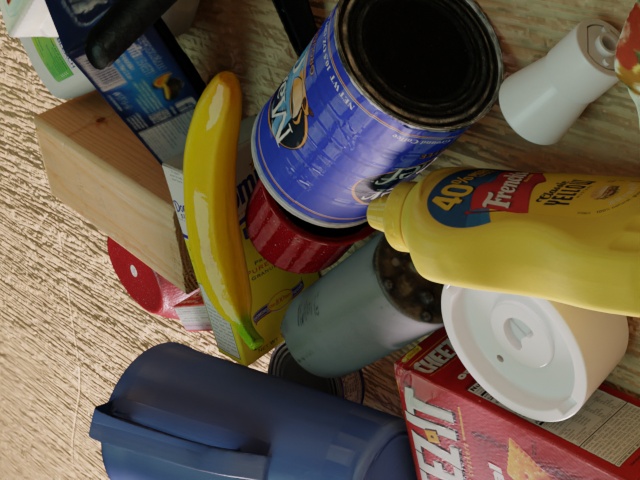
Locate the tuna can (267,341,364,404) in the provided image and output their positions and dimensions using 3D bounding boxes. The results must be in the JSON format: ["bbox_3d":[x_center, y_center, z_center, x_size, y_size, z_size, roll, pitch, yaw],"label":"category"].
[{"bbox_3d":[-0.004,0.120,0.907,0.086,0.033,0.086,13,109,42],"label":"tuna can"}]

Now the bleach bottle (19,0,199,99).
[{"bbox_3d":[-0.165,-0.190,0.853,0.251,0.068,0.102,-14,102,55],"label":"bleach bottle"}]

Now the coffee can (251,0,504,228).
[{"bbox_3d":[0.029,-0.080,0.633,0.103,0.102,0.140,54,149,5],"label":"coffee can"}]

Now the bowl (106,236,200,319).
[{"bbox_3d":[-0.160,0.019,1.045,0.162,0.055,0.162,36,143,33],"label":"bowl"}]

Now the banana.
[{"bbox_3d":[-0.067,-0.024,0.744,0.070,0.037,0.198,14,119,42],"label":"banana"}]

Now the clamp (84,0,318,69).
[{"bbox_3d":[-0.056,-0.186,0.630,0.036,0.164,0.210,52,143,37],"label":"clamp"}]

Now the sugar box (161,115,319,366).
[{"bbox_3d":[-0.055,0.001,0.839,0.048,0.093,0.176,23,136,43],"label":"sugar box"}]

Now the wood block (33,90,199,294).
[{"bbox_3d":[-0.150,-0.052,0.929,0.206,0.090,0.090,32,141,37],"label":"wood block"}]

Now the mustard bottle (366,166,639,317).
[{"bbox_3d":[0.105,-0.006,0.569,0.192,0.096,0.058,8,120,40],"label":"mustard bottle"}]

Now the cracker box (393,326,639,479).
[{"bbox_3d":[0.153,0.166,0.711,0.214,0.072,0.164,22,135,45],"label":"cracker box"}]

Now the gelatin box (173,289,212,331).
[{"bbox_3d":[-0.077,0.049,0.934,0.089,0.073,0.030,-10,110,58],"label":"gelatin box"}]

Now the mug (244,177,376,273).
[{"bbox_3d":[-0.008,-0.037,0.753,0.082,0.093,0.117,128,135,-63],"label":"mug"}]

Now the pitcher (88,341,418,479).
[{"bbox_3d":[-0.051,0.165,0.829,0.243,0.149,0.145,9,129,35],"label":"pitcher"}]
